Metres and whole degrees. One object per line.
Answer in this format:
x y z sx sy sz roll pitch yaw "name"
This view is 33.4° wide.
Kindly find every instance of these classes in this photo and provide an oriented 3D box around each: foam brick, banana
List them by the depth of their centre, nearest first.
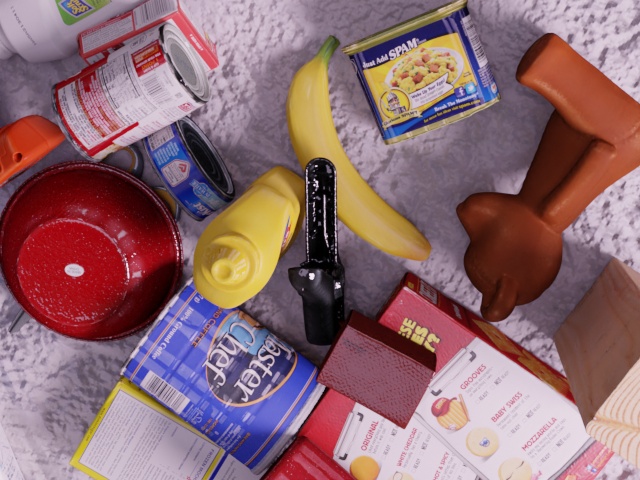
0.044 0.097 0.813 0.078 0.051 0.053 29 102 2 "foam brick"
0.021 -0.062 0.862 0.070 0.037 0.198 -23 98 13 "banana"

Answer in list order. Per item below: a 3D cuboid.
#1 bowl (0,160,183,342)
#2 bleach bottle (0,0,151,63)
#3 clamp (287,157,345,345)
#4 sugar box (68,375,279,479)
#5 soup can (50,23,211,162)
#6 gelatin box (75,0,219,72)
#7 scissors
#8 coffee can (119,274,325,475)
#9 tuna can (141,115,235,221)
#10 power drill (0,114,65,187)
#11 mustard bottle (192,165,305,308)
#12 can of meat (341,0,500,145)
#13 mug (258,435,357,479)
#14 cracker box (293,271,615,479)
-0.197 0.018 0.879 0.162 0.055 0.162 1 107 3 "bowl"
-0.171 -0.224 0.842 0.251 0.068 0.102 -29 93 14 "bleach bottle"
0.001 0.020 0.847 0.039 0.171 0.120 8 61 9 "clamp"
-0.118 0.195 0.928 0.176 0.048 0.093 31 103 -4 "sugar box"
-0.143 -0.112 0.809 0.102 0.068 0.068 -26 97 15 "soup can"
-0.136 -0.151 0.847 0.089 0.073 0.030 -22 56 12 "gelatin box"
-0.189 0.013 0.914 0.096 0.016 0.202 27 103 1 "scissors"
-0.078 0.109 0.875 0.140 0.102 0.103 37 103 -1 "coffee can"
-0.104 -0.060 0.853 0.034 0.086 0.086 -32 96 10 "tuna can"
-0.284 -0.136 0.839 0.185 0.057 0.187 -27 100 49 "power drill"
-0.055 0.001 0.805 0.058 0.191 0.096 33 103 -1 "mustard bottle"
0.080 -0.130 0.826 0.102 0.057 0.084 -19 101 21 "can of meat"
-0.014 0.211 0.837 0.081 0.117 0.093 41 60 4 "mug"
0.112 0.153 0.877 0.213 0.072 0.164 34 103 0 "cracker box"
